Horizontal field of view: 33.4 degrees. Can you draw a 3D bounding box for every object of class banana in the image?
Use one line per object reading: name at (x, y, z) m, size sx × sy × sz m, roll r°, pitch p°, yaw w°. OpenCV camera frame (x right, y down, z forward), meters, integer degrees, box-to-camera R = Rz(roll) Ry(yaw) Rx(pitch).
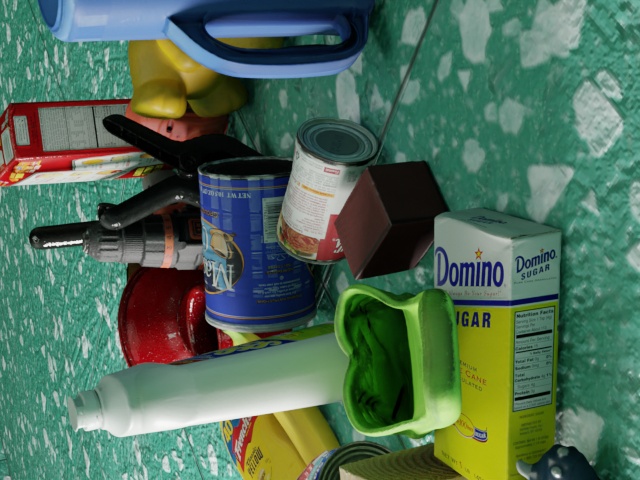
banana at (-0.029, 0.158, 0.991) m, size 0.037 × 0.069 × 0.198 m, roll -40°, pitch 80°, yaw 15°

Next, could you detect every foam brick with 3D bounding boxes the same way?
foam brick at (0.052, -0.015, 0.794) m, size 0.051 × 0.052 × 0.078 m, roll 68°, pitch 150°, yaw 26°

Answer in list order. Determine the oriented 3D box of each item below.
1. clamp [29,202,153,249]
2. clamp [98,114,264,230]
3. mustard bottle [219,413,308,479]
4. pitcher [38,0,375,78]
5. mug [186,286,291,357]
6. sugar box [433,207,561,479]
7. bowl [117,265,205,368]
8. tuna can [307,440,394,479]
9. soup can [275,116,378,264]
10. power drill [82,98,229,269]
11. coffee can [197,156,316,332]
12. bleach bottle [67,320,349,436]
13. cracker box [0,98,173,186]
clamp at (-0.198, -0.019, 1.201) m, size 0.164 × 0.210 × 0.036 m, roll -53°, pitch -39°, yaw -73°
clamp at (-0.131, -0.057, 1.016) m, size 0.039 × 0.171 × 0.120 m, roll 101°, pitch 175°, yaw -70°
mustard bottle at (-0.057, 0.198, 1.077) m, size 0.192 × 0.058 × 0.096 m, roll 55°, pitch 132°, yaw 44°
pitcher at (-0.082, -0.202, 0.793) m, size 0.149 × 0.242 × 0.145 m, roll -139°, pitch 45°, yaw -55°
mug at (-0.086, 0.082, 1.074) m, size 0.117 × 0.081 × 0.093 m, roll 33°, pitch 127°, yaw 57°
sugar box at (0.113, 0.072, 0.701) m, size 0.093 × 0.048 × 0.176 m, roll -158°, pitch 62°, yaw -63°
bowl at (-0.138, 0.092, 1.140) m, size 0.055 × 0.161 × 0.162 m, roll -14°, pitch 84°, yaw 37°
tuna can at (0.031, 0.208, 0.867) m, size 0.034 × 0.086 × 0.086 m, roll 140°, pitch 118°, yaw -63°
soup can at (0.004, -0.041, 0.866) m, size 0.068 × 0.068 × 0.102 m, roll 56°, pitch 144°, yaw 42°
power drill at (-0.151, -0.057, 1.073) m, size 0.057 × 0.184 × 0.187 m, roll 124°, pitch 142°, yaw -54°
coffee can at (-0.056, 0.001, 0.964) m, size 0.103 × 0.102 × 0.140 m, roll 24°, pitch 119°, yaw 61°
bleach bottle at (-0.076, 0.117, 0.870) m, size 0.103 × 0.250 × 0.068 m, roll -5°, pitch 93°, yaw 65°
cracker box at (-0.261, -0.115, 1.225) m, size 0.164 × 0.213 × 0.072 m, roll -18°, pitch 80°, yaw 64°
